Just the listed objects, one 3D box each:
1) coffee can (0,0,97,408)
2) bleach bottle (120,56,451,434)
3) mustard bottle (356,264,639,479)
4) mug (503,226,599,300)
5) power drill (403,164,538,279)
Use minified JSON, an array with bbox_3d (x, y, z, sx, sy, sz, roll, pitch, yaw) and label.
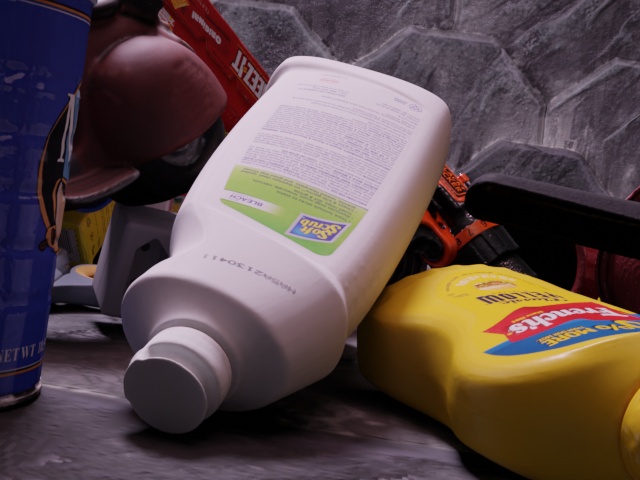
[{"bbox_3d":[-0.134,-0.024,0.352,0.103,0.140,0.103,9,4,-1],"label":"coffee can"},{"bbox_3d":[-0.018,-0.006,0.442,0.103,0.068,0.250,16,29,12],"label":"bleach bottle"},{"bbox_3d":[0.088,0.050,0.381,0.096,0.058,0.192,-2,8,-18],"label":"mustard bottle"},{"bbox_3d":[0.142,0.025,0.759,0.117,0.093,0.081,-29,-19,23],"label":"mug"},{"bbox_3d":[0.043,0.003,0.633,0.187,0.057,0.184,-9,53,-51],"label":"power drill"}]
